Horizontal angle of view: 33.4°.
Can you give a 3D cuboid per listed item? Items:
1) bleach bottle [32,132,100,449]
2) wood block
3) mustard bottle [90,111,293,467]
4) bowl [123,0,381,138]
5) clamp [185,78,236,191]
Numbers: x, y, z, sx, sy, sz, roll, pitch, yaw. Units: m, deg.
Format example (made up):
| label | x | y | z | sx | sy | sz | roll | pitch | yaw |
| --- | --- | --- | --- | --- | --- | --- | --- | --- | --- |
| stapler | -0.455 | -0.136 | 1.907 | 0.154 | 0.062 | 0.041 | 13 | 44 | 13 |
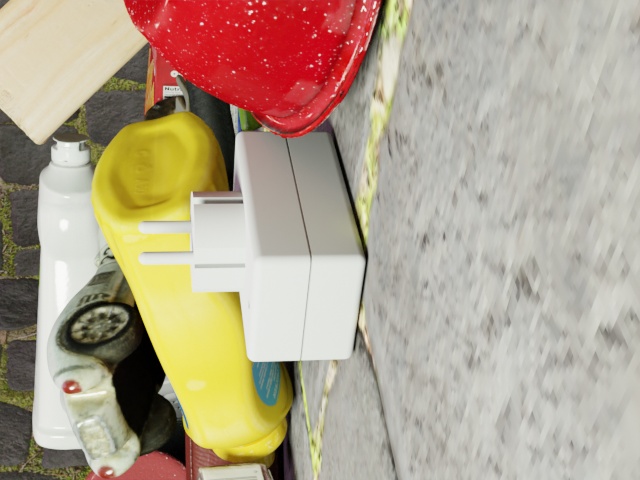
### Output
| label | x | y | z | sx | sy | sz | roll | pitch | yaw |
| --- | --- | --- | --- | --- | --- | --- | --- | --- | --- |
| bleach bottle | -0.204 | 0.039 | 0.879 | 0.102 | 0.068 | 0.251 | -120 | 32 | -65 |
| wood block | -0.166 | -0.178 | 0.805 | 0.090 | 0.206 | 0.091 | 47 | -179 | -14 |
| mustard bottle | -0.052 | 0.041 | 0.511 | 0.096 | 0.058 | 0.191 | -103 | -2 | -55 |
| bowl | -0.034 | -0.116 | 0.367 | 0.162 | 0.055 | 0.162 | 178 | 90 | -66 |
| clamp | -0.054 | 0.001 | 0.665 | 0.210 | 0.036 | 0.164 | -107 | 9 | -49 |
